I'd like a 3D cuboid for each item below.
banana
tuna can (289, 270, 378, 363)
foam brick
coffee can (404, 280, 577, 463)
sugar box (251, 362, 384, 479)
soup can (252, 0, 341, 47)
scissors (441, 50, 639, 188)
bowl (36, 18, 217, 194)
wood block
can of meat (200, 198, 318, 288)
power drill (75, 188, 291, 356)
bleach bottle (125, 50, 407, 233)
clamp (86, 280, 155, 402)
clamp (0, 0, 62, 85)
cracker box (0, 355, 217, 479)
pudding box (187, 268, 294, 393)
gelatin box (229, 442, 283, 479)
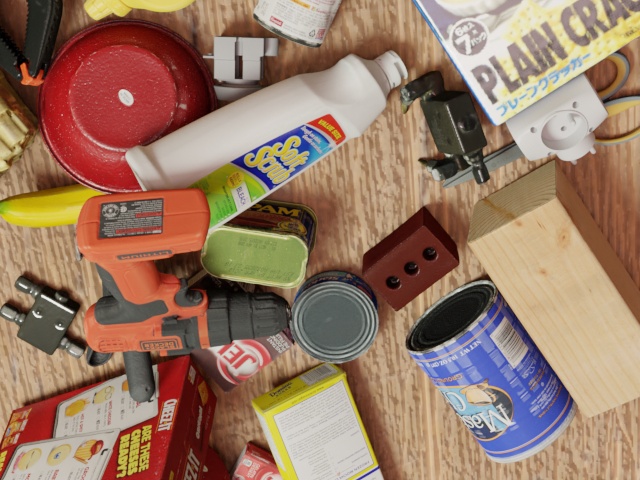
[{"bbox_3d":[-0.209,-0.038,0.992,0.197,0.070,0.037,-11,95,-6],"label":"banana"},{"bbox_3d":[0.014,0.073,1.034,0.086,0.033,0.086,1,110,4],"label":"tuna can"},{"bbox_3d":[0.084,0.017,0.999,0.078,0.051,0.053,-40,103,16],"label":"foam brick"},{"bbox_3d":[0.161,0.123,1.004,0.103,0.102,0.140,-34,104,15],"label":"coffee can"},{"bbox_3d":[0.005,0.219,1.066,0.093,0.048,0.176,-24,111,-16],"label":"sugar box"},{"bbox_3d":[-0.008,-0.225,0.909,0.068,0.068,0.102,24,110,-5],"label":"soup can"},{"bbox_3d":[0.201,-0.111,0.962,0.202,0.016,0.096,-11,111,8],"label":"scissors"},{"bbox_3d":[-0.171,-0.120,0.935,0.162,0.055,0.162,0,88,-5],"label":"bowl"},{"bbox_3d":[0.228,0.045,0.972,0.090,0.090,0.206,-30,106,24],"label":"wood block"},{"bbox_3d":[-0.057,0.001,0.986,0.102,0.084,0.057,8,110,1],"label":"can of meat"},{"bbox_3d":[-0.119,0.034,0.897,0.184,0.057,0.188,-6,144,-2],"label":"power drill"},{"bbox_3d":[-0.037,-0.096,0.923,0.250,0.068,0.102,-32,147,-9],"label":"bleach bottle"},{"bbox_3d":[-0.182,0.066,1.013,0.039,0.120,0.171,-7,116,-40],"label":"clamp"},{"bbox_3d":[-0.288,-0.235,0.925,0.165,0.036,0.210,-9,94,10],"label":"clamp"},{"bbox_3d":[-0.214,0.214,1.018,0.214,0.164,0.072,-18,123,17],"label":"cracker box"},{"bbox_3d":[-0.092,0.081,1.041,0.090,0.039,0.113,-37,103,17],"label":"pudding box"},{"bbox_3d":[-0.064,0.263,1.110,0.073,0.030,0.089,28,110,-6],"label":"gelatin box"}]
